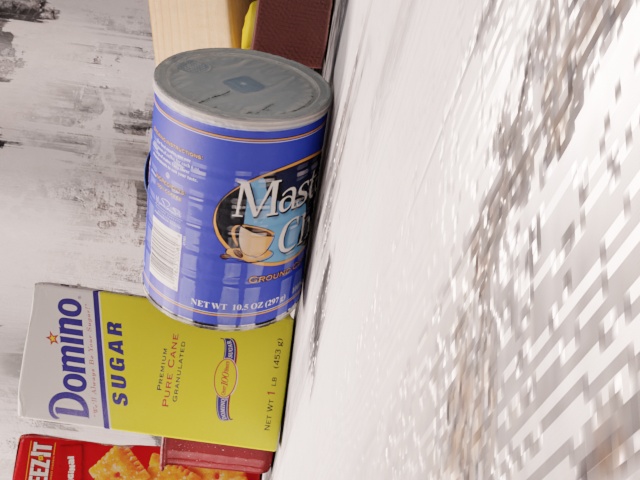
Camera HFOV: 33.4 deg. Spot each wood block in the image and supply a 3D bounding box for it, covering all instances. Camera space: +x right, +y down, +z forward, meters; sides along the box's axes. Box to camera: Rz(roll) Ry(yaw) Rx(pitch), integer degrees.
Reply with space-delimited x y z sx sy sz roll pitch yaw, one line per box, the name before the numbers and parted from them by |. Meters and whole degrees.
wood block | -0.091 -0.219 0.934 0.090 0.090 0.206 -24 -67 -54

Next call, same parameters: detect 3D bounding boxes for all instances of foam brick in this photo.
foam brick | -0.018 -0.166 0.742 0.051 0.053 0.078 -91 10 -62

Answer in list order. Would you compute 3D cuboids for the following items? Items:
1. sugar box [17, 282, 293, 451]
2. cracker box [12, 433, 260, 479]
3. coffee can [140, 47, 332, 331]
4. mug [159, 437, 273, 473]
sugar box | -0.111 0.085 0.725 0.048 0.176 0.093 157 120 -86
cracker box | -0.167 0.226 1.002 0.164 0.213 0.072 110 165 -74
coffee can | -0.053 -0.032 0.642 0.103 0.102 0.140 -90 7 -59
mug | -0.075 0.134 0.812 0.117 0.081 0.093 109 167 -71
